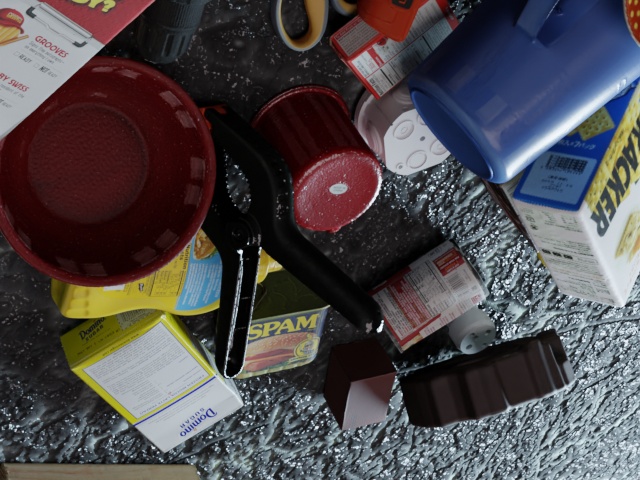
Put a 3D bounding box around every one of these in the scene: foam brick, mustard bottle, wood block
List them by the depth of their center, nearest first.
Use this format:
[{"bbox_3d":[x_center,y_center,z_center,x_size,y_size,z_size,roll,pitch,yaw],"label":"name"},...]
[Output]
[{"bbox_3d":[-0.116,0.014,0.867,0.191,0.058,0.096,2,113,-31],"label":"mustard bottle"},{"bbox_3d":[-0.218,0.280,1.045,0.205,0.090,0.091,10,124,-36],"label":"wood block"},{"bbox_3d":[0.039,0.147,1.091,0.052,0.051,0.078,-9,134,-21],"label":"foam brick"}]

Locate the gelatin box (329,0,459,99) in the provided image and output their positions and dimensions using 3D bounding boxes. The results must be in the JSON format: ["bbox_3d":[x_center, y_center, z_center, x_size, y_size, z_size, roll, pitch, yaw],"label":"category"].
[{"bbox_3d":[0.058,-0.157,0.813,0.089,0.030,0.073,-37,155,8],"label":"gelatin box"}]

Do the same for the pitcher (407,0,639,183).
[{"bbox_3d":[0.183,-0.161,0.781,0.243,0.145,0.149,-42,117,-3],"label":"pitcher"}]

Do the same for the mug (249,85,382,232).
[{"bbox_3d":[-0.002,-0.054,0.850,0.093,0.081,0.117,-19,137,-13],"label":"mug"}]

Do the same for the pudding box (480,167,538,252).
[{"bbox_3d":[0.167,-0.054,0.941,0.039,0.090,0.113,-35,138,2],"label":"pudding box"}]

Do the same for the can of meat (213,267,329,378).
[{"bbox_3d":[-0.045,0.074,0.970,0.102,0.057,0.084,-9,137,-22],"label":"can of meat"}]

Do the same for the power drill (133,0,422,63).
[{"bbox_3d":[-0.021,-0.187,0.707,0.187,0.057,0.185,6,129,-24],"label":"power drill"}]

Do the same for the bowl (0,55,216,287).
[{"bbox_3d":[-0.158,-0.051,0.758,0.161,0.055,0.162,-6,104,-24],"label":"bowl"}]

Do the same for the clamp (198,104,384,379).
[{"bbox_3d":[-0.055,0.001,0.811,0.165,0.210,0.036,-30,172,37],"label":"clamp"}]

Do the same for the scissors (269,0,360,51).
[{"bbox_3d":[0.006,-0.223,0.741,0.096,0.016,0.202,-13,135,-21],"label":"scissors"}]

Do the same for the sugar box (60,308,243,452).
[{"bbox_3d":[-0.148,0.119,0.963,0.093,0.048,0.176,-30,142,0],"label":"sugar box"}]

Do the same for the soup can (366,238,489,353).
[{"bbox_3d":[0.101,0.052,1.022,0.102,0.068,0.068,-33,138,3],"label":"soup can"}]
